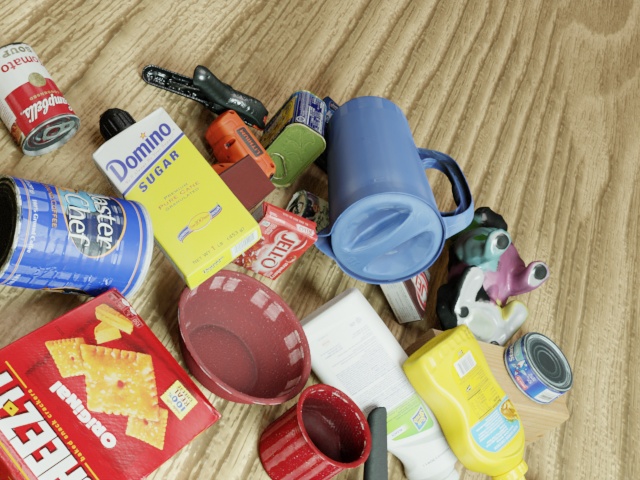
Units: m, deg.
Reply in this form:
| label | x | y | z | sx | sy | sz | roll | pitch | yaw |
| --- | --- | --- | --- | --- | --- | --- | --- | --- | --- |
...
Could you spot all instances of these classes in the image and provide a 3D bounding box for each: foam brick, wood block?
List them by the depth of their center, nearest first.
| label | x | y | z | sx | sy | sz | roll | pitch | yaw |
| --- | --- | --- | --- | --- | --- | --- | --- | --- | --- |
| foam brick | -0.097 | -0.051 | 1.175 | 0.051 | 0.053 | 0.078 | 51 | 39 | -2 |
| wood block | 0.194 | 0.184 | 1.306 | 0.205 | 0.090 | 0.091 | 17 | 45 | -35 |

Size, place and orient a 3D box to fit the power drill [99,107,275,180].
| label | x | y | z | sx | sy | sz | roll | pitch | yaw |
| --- | --- | --- | --- | --- | --- | --- | --- | --- | --- |
| power drill | -0.151 | -0.093 | 1.244 | 0.184 | 0.057 | 0.187 | 54 | 39 | 3 |

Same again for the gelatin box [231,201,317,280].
| label | x | y | z | sx | sy | sz | roll | pitch | yaw |
| --- | --- | --- | --- | --- | --- | --- | --- | --- | --- |
| gelatin box | -0.058 | 0.001 | 1.220 | 0.073 | 0.089 | 0.030 | 24 | 42 | -29 |

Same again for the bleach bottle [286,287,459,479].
| label | x | y | z | sx | sy | sz | roll | pitch | yaw |
| --- | --- | --- | --- | --- | --- | --- | --- | --- | --- |
| bleach bottle | 0.070 | 0.180 | 1.193 | 0.251 | 0.102 | 0.068 | 56 | 4 | -3 |

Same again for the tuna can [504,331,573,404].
| label | x | y | z | sx | sy | sz | roll | pitch | yaw |
| --- | --- | --- | --- | --- | --- | --- | --- | --- | --- |
| tuna can | 0.267 | 0.155 | 1.301 | 0.086 | 0.034 | 0.086 | 27 | 39 | -25 |

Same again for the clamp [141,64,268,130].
| label | x | y | z | sx | sy | sz | roll | pitch | yaw |
| --- | --- | --- | --- | --- | --- | --- | --- | --- | --- |
| clamp | -0.124 | -0.178 | 1.317 | 0.171 | 0.120 | 0.039 | 19 | 90 | -35 |

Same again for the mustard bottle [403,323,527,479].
| label | x | y | z | sx | sy | sz | roll | pitch | yaw |
| --- | --- | --- | --- | --- | --- | --- | --- | --- | --- |
| mustard bottle | 0.172 | 0.194 | 1.167 | 0.096 | 0.058 | 0.191 | -31 | 90 | -45 |

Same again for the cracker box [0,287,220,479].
| label | x | y | z | sx | sy | sz | roll | pitch | yaw |
| --- | --- | --- | --- | --- | --- | --- | --- | --- | --- |
| cracker box | -0.212 | 0.153 | 0.936 | 0.164 | 0.072 | 0.213 | 50 | 37 | 5 |

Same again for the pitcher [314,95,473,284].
| label | x | y | z | sx | sy | sz | roll | pitch | yaw |
| --- | --- | --- | --- | --- | --- | --- | --- | --- | --- |
| pitcher | 0.079 | -0.072 | 1.295 | 0.149 | 0.145 | 0.243 | 27 | 32 | -24 |

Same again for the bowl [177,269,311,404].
| label | x | y | z | sx | sy | sz | roll | pitch | yaw |
| --- | --- | --- | --- | --- | --- | --- | --- | --- | --- |
| bowl | -0.090 | 0.111 | 1.112 | 0.162 | 0.055 | 0.162 | 25 | 41 | -24 |

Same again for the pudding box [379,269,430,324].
| label | x | y | z | sx | sy | sz | roll | pitch | yaw |
| --- | --- | --- | --- | --- | --- | --- | --- | --- | --- |
| pudding box | 0.102 | 0.036 | 1.358 | 0.113 | 0.039 | 0.090 | 60 | 27 | -30 |

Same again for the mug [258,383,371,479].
| label | x | y | z | sx | sy | sz | roll | pitch | yaw |
| --- | --- | --- | --- | --- | --- | --- | --- | --- | --- |
| mug | -0.003 | 0.201 | 1.095 | 0.093 | 0.082 | 0.117 | 50 | 36 | 4 |

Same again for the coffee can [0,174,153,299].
| label | x | y | z | sx | sy | sz | roll | pitch | yaw |
| --- | --- | --- | --- | --- | --- | --- | --- | --- | --- |
| coffee can | -0.246 | 0.000 | 1.019 | 0.140 | 0.103 | 0.103 | 12 | 49 | -39 |

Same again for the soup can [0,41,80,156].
| label | x | y | z | sx | sy | sz | roll | pitch | yaw |
| --- | --- | --- | --- | --- | --- | --- | --- | --- | --- |
| soup can | -0.309 | -0.149 | 1.126 | 0.068 | 0.069 | 0.102 | -19 | 70 | -52 |

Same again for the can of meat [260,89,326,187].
| label | x | y | z | sx | sy | sz | roll | pitch | yaw |
| --- | --- | --- | --- | --- | --- | --- | --- | --- | --- |
| can of meat | -0.037 | -0.131 | 1.358 | 0.057 | 0.102 | 0.084 | 31 | 37 | -20 |

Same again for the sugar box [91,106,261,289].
| label | x | y | z | sx | sy | sz | roll | pitch | yaw |
| --- | --- | --- | --- | --- | --- | --- | --- | --- | --- |
| sugar box | -0.149 | -0.046 | 1.099 | 0.093 | 0.048 | 0.176 | -36 | 74 | -13 |

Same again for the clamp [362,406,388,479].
| label | x | y | z | sx | sy | sz | roll | pitch | yaw |
| --- | --- | --- | --- | --- | --- | --- | --- | --- | --- |
| clamp | 0.074 | 0.282 | 1.078 | 0.164 | 0.036 | 0.209 | 36 | 46 | 7 |
